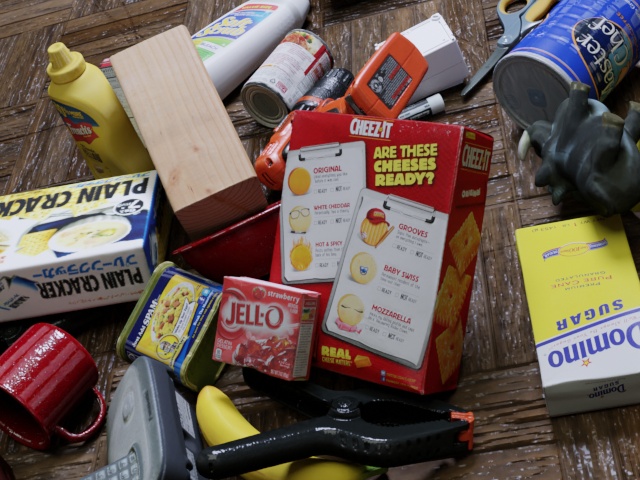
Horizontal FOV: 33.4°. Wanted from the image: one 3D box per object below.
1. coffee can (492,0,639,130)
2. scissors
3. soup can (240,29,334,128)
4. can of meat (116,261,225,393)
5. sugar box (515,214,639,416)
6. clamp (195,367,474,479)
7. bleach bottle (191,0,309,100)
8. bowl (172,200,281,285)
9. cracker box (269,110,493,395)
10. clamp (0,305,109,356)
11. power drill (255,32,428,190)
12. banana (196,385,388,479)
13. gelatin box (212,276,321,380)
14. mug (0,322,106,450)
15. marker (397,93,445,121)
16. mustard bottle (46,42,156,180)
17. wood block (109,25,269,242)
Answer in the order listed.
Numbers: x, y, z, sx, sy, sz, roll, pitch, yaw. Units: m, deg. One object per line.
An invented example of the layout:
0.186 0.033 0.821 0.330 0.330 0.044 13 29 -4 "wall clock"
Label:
0.254 -0.183 1.070 0.103 0.103 0.140 23 57 40 "coffee can"
0.203 -0.232 1.214 0.201 0.016 0.096 -37 41 -17 "scissors"
-0.038 -0.186 1.232 0.069 0.068 0.102 12 52 33 "soup can"
-0.124 0.080 0.975 0.084 0.057 0.102 18 75 34 "can of meat"
0.217 0.056 0.872 0.093 0.048 0.176 -12 40 10 "sugar box"
0.012 0.148 0.837 0.210 0.036 0.164 5 22 15 "clamp"
-0.102 -0.253 1.339 0.103 0.068 0.250 19 53 38 "bleach bottle"
-0.057 0.001 1.014 0.162 0.055 0.162 -25 4 2 "bowl"
0.046 0.006 0.894 0.164 0.072 0.214 10 93 33 "cracker box"
-0.290 0.099 1.059 0.120 0.039 0.171 0 42 31 "clamp"
0.027 -0.143 1.107 0.188 0.057 0.184 -27 25 52 "power drill"
-0.043 0.172 0.874 0.198 0.037 0.069 18 26 34 "banana"
-0.046 0.072 0.890 0.089 0.030 0.073 11 93 36 "gelatin box"
-0.247 0.136 0.971 0.117 0.093 0.081 33 54 9 "mug"
0.076 -0.127 1.154 0.121 0.020 0.020 -23 40 0 "marker"
-0.249 -0.135 1.175 0.096 0.191 0.058 24 58 40 "mustard bottle"
-0.136 -0.110 1.118 0.090 0.091 0.206 -25 64 -3 "wood block"
